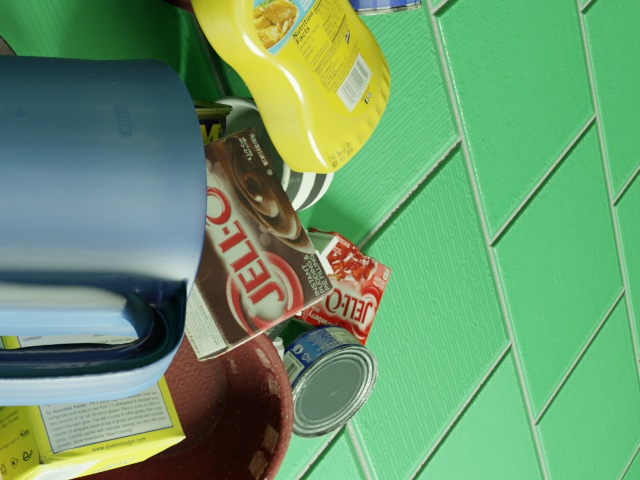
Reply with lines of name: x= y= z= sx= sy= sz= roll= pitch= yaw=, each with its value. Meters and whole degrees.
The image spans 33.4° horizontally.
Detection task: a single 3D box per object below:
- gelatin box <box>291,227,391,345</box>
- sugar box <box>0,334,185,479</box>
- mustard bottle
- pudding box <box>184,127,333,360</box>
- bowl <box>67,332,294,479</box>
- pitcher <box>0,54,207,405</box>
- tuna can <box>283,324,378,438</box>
gelatin box: x=0.014 y=0.040 z=0.842 sx=0.089 sy=0.030 sz=0.073 roll=34 pitch=73 yaw=-49
sugar box: x=-0.144 y=0.036 z=0.567 sx=0.093 sy=0.048 sz=0.176 roll=-1 pitch=63 yaw=-51
mustard bottle: x=-0.025 y=-0.133 z=0.605 sx=0.096 sy=0.058 sz=0.191 roll=-61 pitch=138 yaw=-27
pudding box: x=-0.054 y=0.001 z=0.616 sx=0.089 sy=0.039 sz=0.113 roll=-27 pitch=88 yaw=-45
bowl: x=-0.100 y=0.102 z=0.660 sx=0.162 sy=0.055 sz=0.162 roll=-2 pitch=100 yaw=-10
pitcher: x=-0.175 y=-0.011 z=0.442 sx=0.242 sy=0.149 sz=0.145 roll=-1 pitch=96 yaw=-33
tuna can: x=0.000 y=0.107 z=0.815 sx=0.086 sy=0.034 sz=0.086 roll=-23 pitch=133 yaw=-27
